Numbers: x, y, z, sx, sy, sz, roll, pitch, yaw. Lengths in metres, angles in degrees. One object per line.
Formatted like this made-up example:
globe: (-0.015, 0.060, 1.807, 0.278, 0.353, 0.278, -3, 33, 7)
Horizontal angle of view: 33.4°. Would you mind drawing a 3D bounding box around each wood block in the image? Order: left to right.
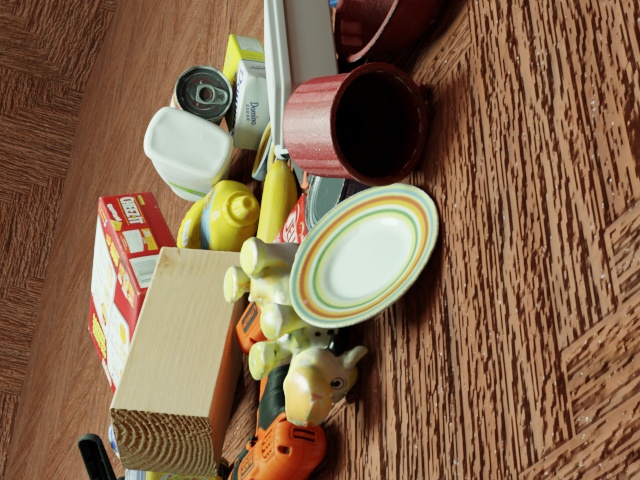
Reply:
wood block: (-0.126, 0.110, 1.010, 0.206, 0.091, 0.090, -81, -7, -48)

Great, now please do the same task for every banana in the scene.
banana: (-0.050, 0.001, 1.075, 0.070, 0.037, 0.198, -29, 48, 61)

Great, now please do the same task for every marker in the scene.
marker: (-0.022, -0.095, 1.100, 0.121, 0.020, 0.020, -173, 99, -71)

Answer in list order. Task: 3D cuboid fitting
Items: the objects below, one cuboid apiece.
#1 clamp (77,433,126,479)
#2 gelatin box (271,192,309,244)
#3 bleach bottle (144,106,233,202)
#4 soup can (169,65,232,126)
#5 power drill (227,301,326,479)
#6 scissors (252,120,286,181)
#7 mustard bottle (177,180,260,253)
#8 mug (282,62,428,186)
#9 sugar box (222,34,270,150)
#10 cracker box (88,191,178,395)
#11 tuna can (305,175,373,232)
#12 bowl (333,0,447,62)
clamp: (-0.233, 0.300, 1.197, 0.210, 0.036, 0.164, 51, -141, -76)
gelatin box: (-0.018, 0.012, 0.987, 0.073, 0.030, 0.089, -56, 27, 39)
bleach bottle: (-0.164, -0.093, 1.329, 0.251, 0.102, 0.068, 134, 158, -79)
soup can: (-0.148, -0.164, 1.298, 0.102, 0.068, 0.068, 141, 142, -73)
power drill: (-0.045, 0.145, 0.921, 0.185, 0.057, 0.187, 127, 150, -47)
scissors: (-0.034, -0.156, 1.189, 0.096, 0.016, 0.202, -126, 55, -65)
mustard bottle: (-0.114, -0.018, 1.238, 0.192, 0.058, 0.096, 148, 132, -63)
mug: (0.032, -0.095, 0.835, 0.117, 0.093, 0.082, -36, 22, -26)
sugar box: (-0.091, -0.184, 1.312, 0.176, 0.048, 0.093, -109, 29, -63)
cracker box: (-0.208, 0.078, 1.222, 0.164, 0.072, 0.214, -122, 33, -41)
tuna can: (0.019, -0.042, 0.921, 0.086, 0.033, 0.086, -164, 90, -71)
bowl: (0.069, -0.218, 0.889, 0.162, 0.055, 0.162, -164, 90, -71)
